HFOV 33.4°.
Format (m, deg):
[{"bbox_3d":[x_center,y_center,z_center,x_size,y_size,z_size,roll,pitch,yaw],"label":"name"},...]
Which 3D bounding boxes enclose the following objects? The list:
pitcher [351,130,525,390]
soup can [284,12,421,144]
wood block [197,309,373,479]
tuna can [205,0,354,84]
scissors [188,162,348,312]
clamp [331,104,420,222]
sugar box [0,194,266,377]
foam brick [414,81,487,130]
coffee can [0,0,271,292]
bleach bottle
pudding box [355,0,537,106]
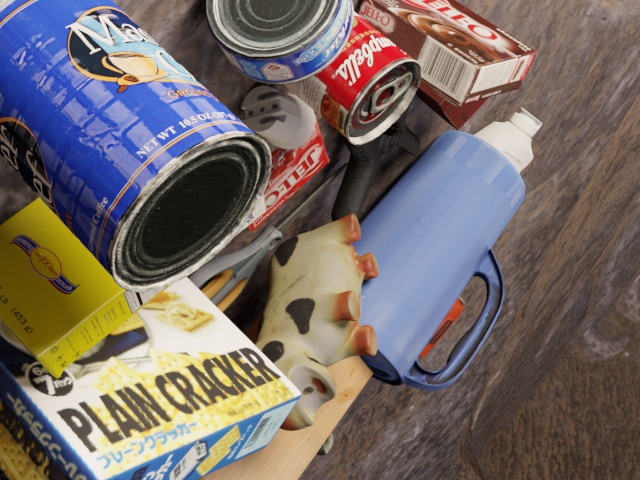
[{"bbox_3d":[0.101,0.018,1.044,0.242,0.145,0.149,-51,121,-15],"label":"pitcher"},{"bbox_3d":[0.008,-0.121,0.711,0.068,0.102,0.068,-38,157,-20],"label":"soup can"},{"bbox_3d":[-0.059,0.167,0.977,0.206,0.091,0.090,-52,122,-20],"label":"wood block"},{"bbox_3d":[-0.025,-0.139,0.642,0.086,0.086,0.033,-45,157,-4],"label":"tuna can"},{"bbox_3d":[-0.056,0.001,0.925,0.202,0.016,0.096,-49,161,8],"label":"scissors"},{"bbox_3d":[0.056,-0.097,0.930,0.120,0.039,0.171,-50,161,-35],"label":"clamp"},{"bbox_3d":[-0.130,-0.005,0.677,0.176,0.093,0.048,-41,158,-16],"label":"sugar box"},{"bbox_3d":[0.112,-0.141,0.940,0.053,0.051,0.078,-47,158,4],"label":"foam brick"},{"bbox_3d":[-0.109,-0.057,0.556,0.102,0.140,0.103,-38,157,-20],"label":"coffee can"},{"bbox_3d":[0.159,-0.034,1.178,0.102,0.068,0.251,25,107,-42],"label":"bleach bottle"},{"bbox_3d":[0.092,-0.150,0.803,0.089,0.114,0.039,-23,145,-47],"label":"pudding box"}]
